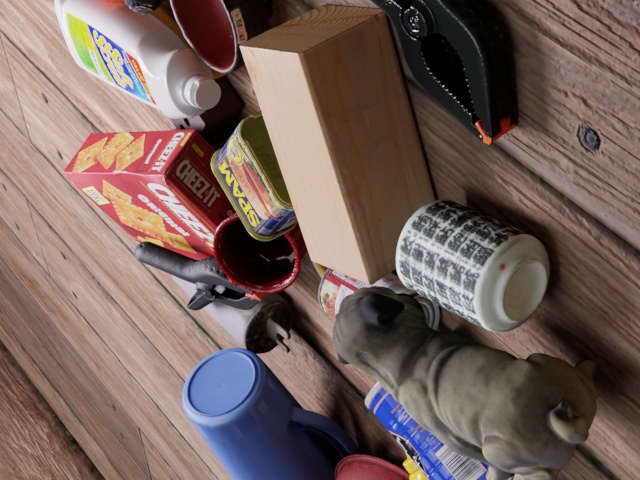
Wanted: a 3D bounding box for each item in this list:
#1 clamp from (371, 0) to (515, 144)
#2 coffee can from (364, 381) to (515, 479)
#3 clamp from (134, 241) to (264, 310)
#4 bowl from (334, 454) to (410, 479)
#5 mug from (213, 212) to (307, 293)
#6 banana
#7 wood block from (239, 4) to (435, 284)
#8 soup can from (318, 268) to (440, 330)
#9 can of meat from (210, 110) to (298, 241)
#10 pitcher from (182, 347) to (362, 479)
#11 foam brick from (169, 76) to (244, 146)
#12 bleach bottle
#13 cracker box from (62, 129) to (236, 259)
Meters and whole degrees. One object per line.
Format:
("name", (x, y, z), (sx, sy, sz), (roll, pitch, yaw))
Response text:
("clamp", (0.079, -0.166, 0.740), (0.210, 0.036, 0.165), (56, 156, 0))
("coffee can", (0.123, 0.168, 0.963), (0.140, 0.102, 0.103), (49, 154, 19))
("clamp", (-0.130, 0.040, 1.195), (0.172, 0.039, 0.120), (-5, 145, 47))
("bowl", (0.071, 0.328, 1.249), (0.162, 0.055, 0.162), (25, 139, 24))
("mug", (-0.057, 0.001, 1.091), (0.093, 0.081, 0.117), (35, 126, -3))
("banana", (-0.142, -0.203, 1.098), (0.198, 0.037, 0.069), (39, 173, 39))
("wood block", (0.021, -0.080, 0.885), (0.091, 0.090, 0.206), (22, 136, 53))
("soup can", (0.055, 0.061, 1.010), (0.102, 0.068, 0.068), (30, 143, 46))
("can of meat", (-0.049, -0.061, 0.988), (0.102, 0.057, 0.084), (60, 153, 6))
("pitcher", (-0.061, 0.238, 1.305), (0.145, 0.149, 0.242), (42, 167, 45))
("foam brick", (-0.122, -0.137, 1.136), (0.053, 0.051, 0.078), (55, 156, 9))
("bleach bottle", (-0.178, -0.189, 1.071), (0.251, 0.068, 0.102), (33, 145, 46))
("cracker box", (-0.167, -0.046, 1.197), (0.214, 0.072, 0.164), (6, 148, 49))
